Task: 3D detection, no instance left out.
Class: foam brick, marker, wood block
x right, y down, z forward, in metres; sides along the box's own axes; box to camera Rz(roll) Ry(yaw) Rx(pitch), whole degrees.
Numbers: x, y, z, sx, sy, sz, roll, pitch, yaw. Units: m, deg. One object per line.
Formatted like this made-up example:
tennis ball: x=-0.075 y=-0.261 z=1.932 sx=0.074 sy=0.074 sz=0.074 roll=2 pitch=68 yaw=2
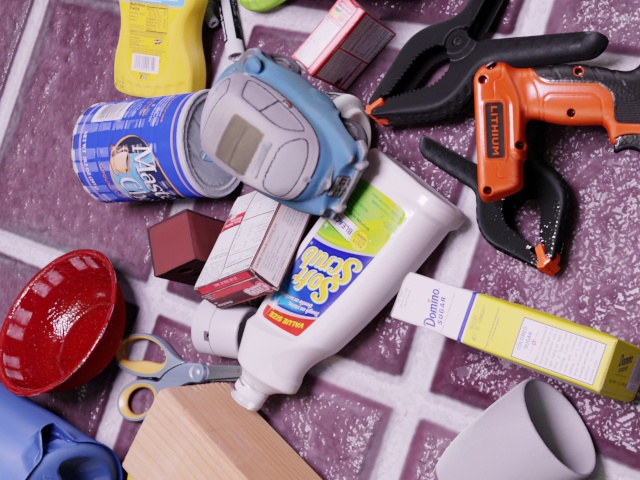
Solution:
foam brick: x=-0.118 y=0.009 z=1.010 sx=0.053 sy=0.078 sz=0.051 roll=-24 pitch=67 yaw=28
marker: x=-0.095 y=-0.240 z=1.088 sx=0.020 sy=0.020 sz=0.121 roll=-21 pitch=68 yaw=27
wood block: x=-0.064 y=0.221 z=0.911 sx=0.206 sy=0.090 sz=0.090 roll=40 pitch=111 yaw=33

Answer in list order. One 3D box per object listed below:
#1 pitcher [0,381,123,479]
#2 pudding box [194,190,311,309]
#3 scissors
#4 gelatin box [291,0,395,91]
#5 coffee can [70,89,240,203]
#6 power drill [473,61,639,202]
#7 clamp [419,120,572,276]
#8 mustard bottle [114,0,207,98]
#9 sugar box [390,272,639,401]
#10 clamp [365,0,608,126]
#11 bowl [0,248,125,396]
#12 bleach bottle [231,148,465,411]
pitcher: x=-0.321 y=0.221 z=1.069 sx=0.243 sy=0.144 sz=0.149 roll=24 pitch=80 yaw=38
pudding box: x=-0.056 y=0.001 z=0.954 sx=0.090 sy=0.039 sz=0.113 roll=-19 pitch=41 yaw=48
scissors: x=-0.126 y=0.144 z=1.020 sx=0.202 sy=0.016 sz=0.096 roll=15 pitch=88 yaw=33
gelatin box: x=0.021 y=-0.176 z=0.957 sx=0.030 sy=0.089 sz=0.073 roll=46 pitch=104 yaw=17
coffee can: x=-0.157 y=-0.090 z=1.042 sx=0.141 sy=0.102 sz=0.103 roll=-1 pitch=78 yaw=32
power drill: x=0.212 y=-0.072 z=0.799 sx=0.188 sy=0.057 sz=0.184 roll=-4 pitch=89 yaw=13
clamp: x=0.163 y=-0.055 z=0.871 sx=0.120 sy=0.039 sz=0.171 roll=-41 pitch=59 yaw=22
mustard bottle: x=-0.157 y=-0.239 z=1.064 sx=0.096 sy=0.058 sz=0.192 roll=13 pitch=109 yaw=27
sugar box: x=0.152 y=0.072 z=0.815 sx=0.176 sy=0.093 sz=0.048 roll=21 pitch=90 yaw=34
clamp: x=0.131 y=-0.157 z=0.899 sx=0.210 sy=0.036 sz=0.165 roll=-40 pitch=47 yaw=16
bowl: x=-0.249 y=0.091 z=1.071 sx=0.162 sy=0.055 sz=0.162 roll=-22 pitch=49 yaw=27
bleach bottle: x=0.010 y=0.048 z=0.923 sx=0.103 sy=0.068 sz=0.251 roll=43 pitch=102 yaw=36
